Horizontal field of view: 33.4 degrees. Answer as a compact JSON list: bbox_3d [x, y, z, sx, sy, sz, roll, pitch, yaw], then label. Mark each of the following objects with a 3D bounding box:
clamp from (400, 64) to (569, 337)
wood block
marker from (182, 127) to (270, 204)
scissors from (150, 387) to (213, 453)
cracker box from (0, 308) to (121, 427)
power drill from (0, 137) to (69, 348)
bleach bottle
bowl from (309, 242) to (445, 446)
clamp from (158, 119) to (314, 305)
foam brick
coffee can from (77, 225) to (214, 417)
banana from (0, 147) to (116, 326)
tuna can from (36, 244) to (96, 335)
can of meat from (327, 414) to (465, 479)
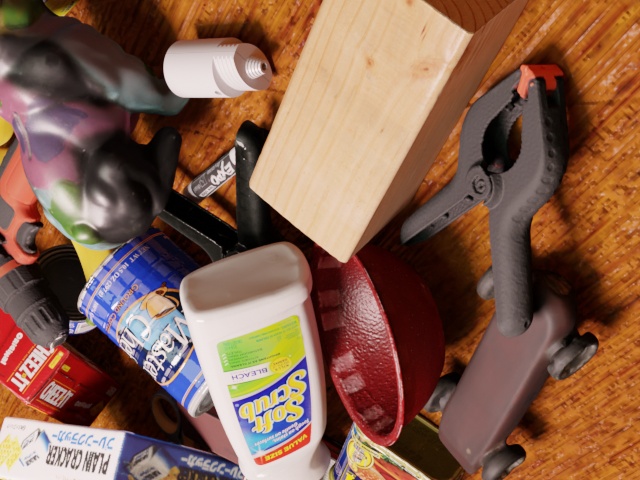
[{"bbox_3d":[0.117,-0.026,0.673,0.120,0.039,0.172,47,135,28],"label":"clamp"},{"bbox_3d":[0.039,-0.095,0.675,0.090,0.090,0.206,39,138,12],"label":"wood block"},{"bbox_3d":[-0.074,-0.059,0.855,0.020,0.020,0.121,53,139,-4],"label":"marker"},{"bbox_3d":[-0.156,0.226,1.142,0.096,0.016,0.202,42,138,11],"label":"scissors"},{"bbox_3d":[-0.328,0.101,1.104,0.214,0.072,0.164,34,169,18],"label":"cracker box"},{"bbox_3d":[-0.250,-0.021,0.946,0.184,0.057,0.188,49,116,15],"label":"power drill"},{"bbox_3d":[-0.034,0.124,0.863,0.068,0.102,0.251,-113,7,-52],"label":"bleach bottle"},{"bbox_3d":[0.047,0.066,0.786,0.162,0.055,0.162,165,90,-72],"label":"bowl"},{"bbox_3d":[-0.056,0.001,0.856,0.165,0.036,0.210,-22,112,47],"label":"clamp"},{"bbox_3d":[-0.088,0.167,1.013,0.078,0.051,0.053,21,133,29],"label":"foam brick"},{"bbox_3d":[-0.126,0.070,0.934,0.140,0.102,0.103,41,138,10],"label":"coffee can"},{"bbox_3d":[-0.240,-0.019,0.998,0.198,0.069,0.037,57,-179,9],"label":"banana"},{"bbox_3d":[-0.243,0.048,1.032,0.086,0.086,0.034,43,141,7],"label":"tuna can"},{"bbox_3d":[0.065,0.189,0.890,0.102,0.057,0.084,33,133,15],"label":"can of meat"}]
